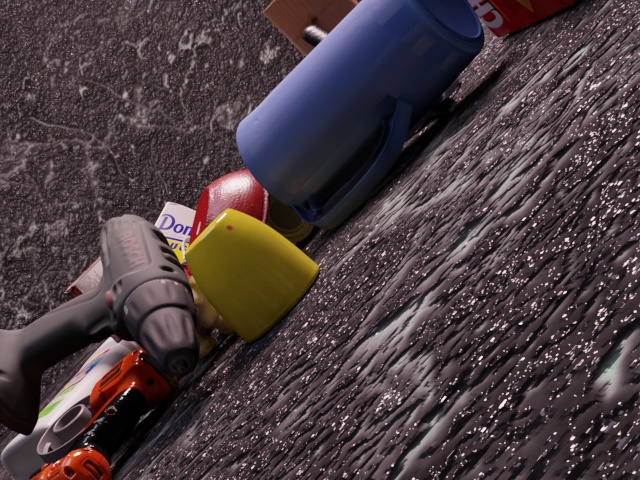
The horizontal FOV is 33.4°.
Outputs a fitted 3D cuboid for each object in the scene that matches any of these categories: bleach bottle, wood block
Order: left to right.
[{"bbox_3d":[-0.278,0.186,1.276,0.103,0.068,0.250,-37,12,27],"label":"bleach bottle"},{"bbox_3d":[0.036,-0.243,1.332,0.091,0.206,0.090,-44,8,12],"label":"wood block"}]

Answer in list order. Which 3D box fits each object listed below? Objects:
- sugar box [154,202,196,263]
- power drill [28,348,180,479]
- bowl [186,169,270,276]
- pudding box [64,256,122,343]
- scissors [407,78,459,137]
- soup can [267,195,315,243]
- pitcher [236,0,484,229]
[{"bbox_3d":[-0.176,0.039,1.273,0.048,0.093,0.176,115,177,-52],"label":"sugar box"},{"bbox_3d":[-0.216,0.194,0.965,0.185,0.057,0.187,-35,15,37],"label":"power drill"},{"bbox_3d":[-0.099,-0.005,1.090,0.162,0.055,0.162,-168,90,-75],"label":"bowl"},{"bbox_3d":[-0.240,0.055,1.299,0.113,0.090,0.039,-50,10,-34],"label":"pudding box"},{"bbox_3d":[0.103,-0.121,1.044,0.096,0.016,0.201,-45,7,20],"label":"scissors"},{"bbox_3d":[-0.024,-0.048,1.147,0.069,0.068,0.102,-41,9,32],"label":"soup can"},{"bbox_3d":[0.041,-0.133,1.008,0.243,0.149,0.144,-44,-5,34],"label":"pitcher"}]
